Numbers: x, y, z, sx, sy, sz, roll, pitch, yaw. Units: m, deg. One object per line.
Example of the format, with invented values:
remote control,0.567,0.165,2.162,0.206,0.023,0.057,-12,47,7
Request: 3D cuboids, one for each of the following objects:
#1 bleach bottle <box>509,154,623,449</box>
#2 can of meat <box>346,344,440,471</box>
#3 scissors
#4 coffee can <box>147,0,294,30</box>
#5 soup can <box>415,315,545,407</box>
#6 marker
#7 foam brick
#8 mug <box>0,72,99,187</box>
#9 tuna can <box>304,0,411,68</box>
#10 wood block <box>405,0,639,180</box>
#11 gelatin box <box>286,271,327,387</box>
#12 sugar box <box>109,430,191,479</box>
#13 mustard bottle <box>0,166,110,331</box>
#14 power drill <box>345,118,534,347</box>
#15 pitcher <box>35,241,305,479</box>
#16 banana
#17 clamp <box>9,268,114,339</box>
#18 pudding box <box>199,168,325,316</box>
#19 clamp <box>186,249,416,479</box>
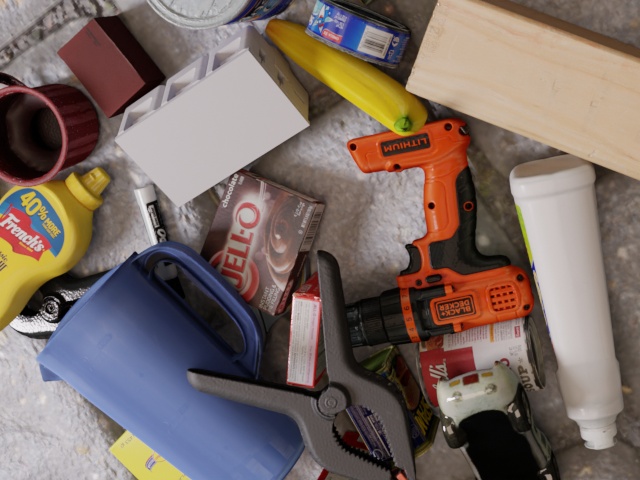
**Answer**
bleach bottle,0.216,0.058,0.900,0.068,0.102,0.251,-11,100,11
can of meat,0.061,0.150,0.968,0.057,0.102,0.084,-29,92,15
scissors,-0.076,0.085,1.035,0.096,0.016,0.202,30,109,9
coffee can,-0.079,-0.231,0.889,0.103,0.140,0.103,4,105,15
soup can,0.143,0.108,0.951,0.102,0.068,0.068,-12,100,18
marker,-0.155,0.006,1.035,0.020,0.020,0.121,-12,100,18
foam brick,-0.192,-0.161,0.986,0.053,0.051,0.078,-37,92,20
mug,-0.269,-0.112,1.004,0.117,0.081,0.093,45,111,1
tuna can,0.033,-0.177,0.901,0.086,0.086,0.034,24,107,8
wood block,0.186,-0.131,0.867,0.206,0.090,0.090,23,109,9
gelatin box,-0.007,0.081,0.984,0.030,0.073,0.089,8,106,13
sugar box,-0.117,0.237,1.069,0.176,0.048,0.093,45,110,2
mustard bottle,-0.279,-0.003,1.032,0.191,0.058,0.096,-40,75,4
power drill,0.079,-0.004,0.933,0.184,0.057,0.187,-12,95,11
pitcher,-0.123,0.127,0.978,0.243,0.144,0.149,42,147,-6
banana,0.030,-0.138,0.909,0.198,0.069,0.037,40,96,38
clamp,-0.253,0.058,1.067,0.171,0.039,0.120,23,93,10
pudding box,-0.056,0.001,0.981,0.090,0.039,0.113,23,96,16
clamp,-0.001,0.136,0.906,0.164,0.036,0.210,-36,91,8
